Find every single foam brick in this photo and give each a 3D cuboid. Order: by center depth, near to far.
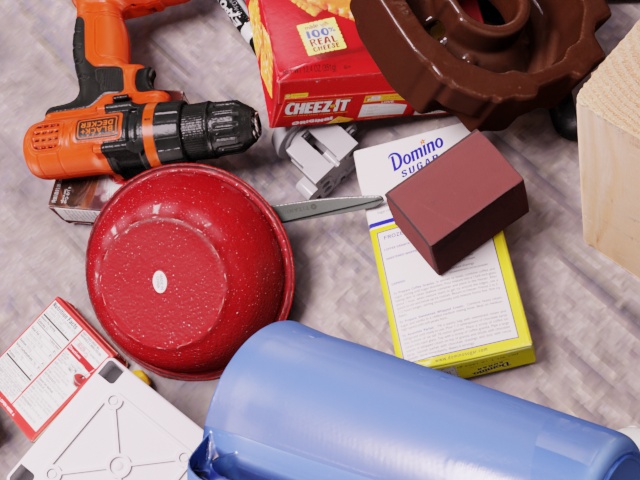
[{"bbox_3d":[0.091,-0.025,0.710,0.078,0.053,0.051,-35,63,-4],"label":"foam brick"}]

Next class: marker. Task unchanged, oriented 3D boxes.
[{"bbox_3d":[-0.067,-0.189,0.887,0.020,0.020,0.121,-33,64,0],"label":"marker"}]

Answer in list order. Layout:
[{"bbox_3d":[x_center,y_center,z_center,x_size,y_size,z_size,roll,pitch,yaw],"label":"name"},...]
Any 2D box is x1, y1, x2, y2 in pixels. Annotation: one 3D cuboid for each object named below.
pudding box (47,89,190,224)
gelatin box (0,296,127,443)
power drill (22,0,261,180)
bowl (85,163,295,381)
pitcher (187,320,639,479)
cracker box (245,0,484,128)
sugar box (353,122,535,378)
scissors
[{"bbox_3d":[-0.157,-0.067,0.852,0.090,0.039,0.113,4,70,17],"label":"pudding box"},{"bbox_3d":[-0.201,0.099,0.804,0.073,0.030,0.089,40,83,26],"label":"gelatin box"},{"bbox_3d":[-0.134,-0.137,0.825,0.184,0.057,0.187,-5,64,10],"label":"power drill"},{"bbox_3d":[-0.102,0.027,0.755,0.162,0.055,0.162,1,96,13],"label":"bowl"},{"bbox_3d":[0.051,0.138,0.621,0.243,0.145,0.149,11,61,36],"label":"pitcher"},{"bbox_3d":[0.026,-0.197,0.808,0.164,0.072,0.214,-6,66,-12],"label":"cracker box"},{"bbox_3d":[0.085,0.009,0.753,0.093,0.048,0.176,-14,62,9],"label":"sugar box"},{"bbox_3d":[-0.055,0.001,0.786,0.202,0.016,0.096,7,113,12],"label":"scissors"}]
